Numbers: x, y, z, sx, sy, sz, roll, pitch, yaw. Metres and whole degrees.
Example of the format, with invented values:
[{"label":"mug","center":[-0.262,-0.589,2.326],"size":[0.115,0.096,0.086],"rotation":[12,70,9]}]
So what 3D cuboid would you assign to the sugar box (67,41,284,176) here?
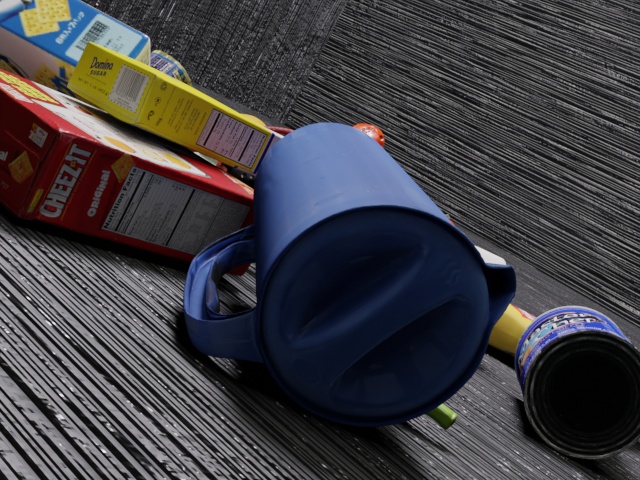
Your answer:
[{"label":"sugar box","center":[-0.102,-0.097,0.846],"size":[0.093,0.048,0.175],"rotation":[30,8,39]}]

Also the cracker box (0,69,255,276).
[{"label":"cracker box","center":[-0.161,-0.051,0.790],"size":[0.164,0.072,0.213],"rotation":[33,10,40]}]

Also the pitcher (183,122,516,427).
[{"label":"pitcher","center":[0.007,0.005,0.684],"size":[0.149,0.145,0.243],"rotation":[32,13,-17]}]

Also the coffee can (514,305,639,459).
[{"label":"coffee can","center":[0.217,0.114,0.892],"size":[0.103,0.103,0.140],"rotation":[28,7,5]}]
